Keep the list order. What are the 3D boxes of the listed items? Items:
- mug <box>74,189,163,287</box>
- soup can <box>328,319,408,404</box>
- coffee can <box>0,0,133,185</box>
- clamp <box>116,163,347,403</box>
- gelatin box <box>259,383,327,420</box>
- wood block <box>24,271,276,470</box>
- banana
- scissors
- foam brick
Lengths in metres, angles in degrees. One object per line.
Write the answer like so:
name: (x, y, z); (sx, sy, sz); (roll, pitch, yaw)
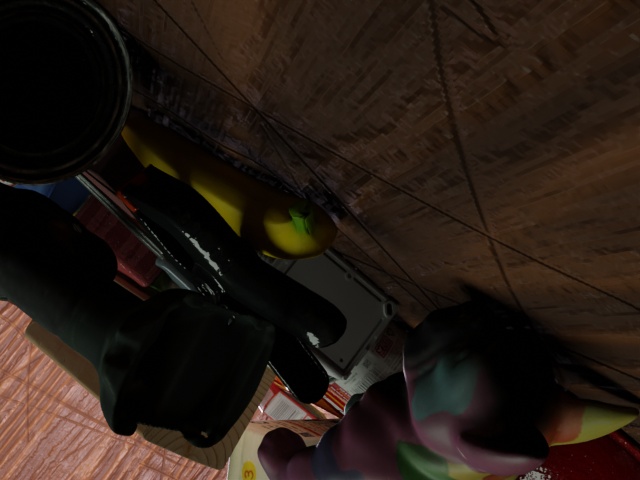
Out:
mug: (-0.147, -0.015, 0.863); (0.093, 0.081, 0.117); (38, 169, -2)
soup can: (0.056, 0.104, 0.753); (0.102, 0.068, 0.069); (40, 169, -12)
coffee can: (-0.176, -0.091, 0.585); (0.102, 0.102, 0.141); (44, 167, -31)
clamp: (-0.049, 0.017, 0.602); (0.171, 0.039, 0.120); (44, 153, 5)
gelatin box: (-0.026, 0.169, 1.040); (0.089, 0.030, 0.073); (41, 178, -20)
wood block: (-0.145, 0.093, 0.875); (0.206, 0.091, 0.090); (26, 174, 47)
banana: (-0.048, -0.028, 0.626); (0.198, 0.037, 0.069); (25, 150, 47)
scissors: (-0.098, 0.024, 0.742); (0.202, 0.016, 0.096); (42, 167, 0)
foam brick: (-0.125, -0.049, 0.728); (0.051, 0.053, 0.078); (27, 165, 45)
